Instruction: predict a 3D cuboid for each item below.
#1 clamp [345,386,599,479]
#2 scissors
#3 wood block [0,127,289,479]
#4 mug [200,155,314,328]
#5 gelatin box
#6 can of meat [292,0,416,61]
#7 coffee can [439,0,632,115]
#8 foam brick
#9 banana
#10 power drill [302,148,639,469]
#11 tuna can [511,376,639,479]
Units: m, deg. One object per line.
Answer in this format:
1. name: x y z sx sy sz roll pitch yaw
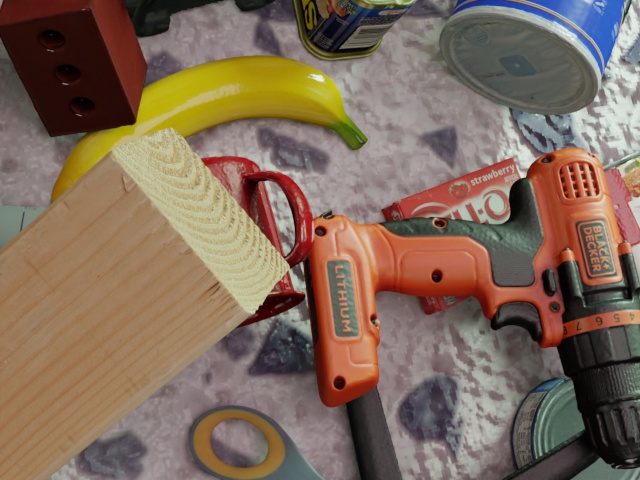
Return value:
1. clamp: 0.065 0.167 0.605 0.164 0.036 0.210 15 77 6
2. scissors: 0.011 0.130 0.590 0.201 0.016 0.096 -9 71 -1
3. wood block: -0.126 0.050 0.499 0.206 0.090 0.091 -39 94 15
4. mug: -0.054 0.001 0.577 0.093 0.117 0.081 0 71 -53
5. gelatin box: 0.092 -0.003 0.664 0.089 0.030 0.073 -20 86 -20
6. can of meat: 0.019 -0.172 0.646 0.057 0.084 0.102 -8 82 -19
7. coffee can: 0.148 -0.166 0.676 0.102 0.103 0.140 29 72 -10
8. foam brick: -0.131 -0.104 0.575 0.053 0.078 0.051 -7 45 10
9. banana: -0.066 -0.070 0.624 0.197 0.037 0.069 -15 83 -19
10. power drill: 0.089 0.044 0.597 0.187 0.057 0.184 -6 72 -8
11. tuna can: 0.162 0.125 0.659 0.086 0.034 0.086 3 78 -17
